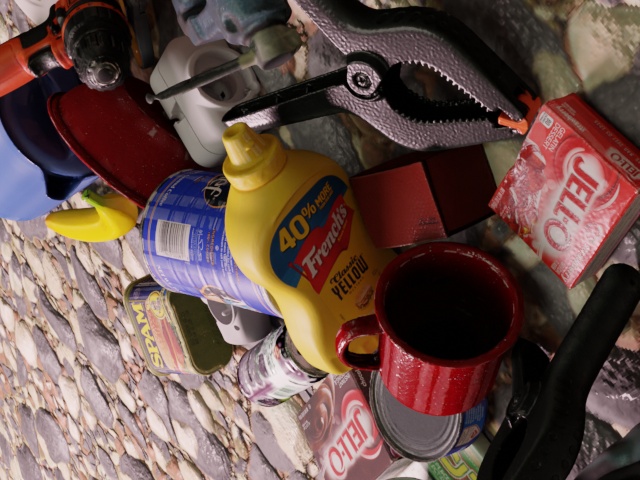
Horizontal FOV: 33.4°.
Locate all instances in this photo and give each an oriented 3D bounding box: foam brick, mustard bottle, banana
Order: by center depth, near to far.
[{"bbox_3d":[0.067,-0.030,0.690,0.078,0.051,0.053,-8,104,55],"label":"foam brick"},{"bbox_3d":[-0.011,-0.003,0.714,0.058,0.096,0.191,18,149,48],"label":"mustard bottle"},{"bbox_3d":[-0.228,-0.025,1.089,0.069,0.037,0.198,30,160,-19],"label":"banana"}]

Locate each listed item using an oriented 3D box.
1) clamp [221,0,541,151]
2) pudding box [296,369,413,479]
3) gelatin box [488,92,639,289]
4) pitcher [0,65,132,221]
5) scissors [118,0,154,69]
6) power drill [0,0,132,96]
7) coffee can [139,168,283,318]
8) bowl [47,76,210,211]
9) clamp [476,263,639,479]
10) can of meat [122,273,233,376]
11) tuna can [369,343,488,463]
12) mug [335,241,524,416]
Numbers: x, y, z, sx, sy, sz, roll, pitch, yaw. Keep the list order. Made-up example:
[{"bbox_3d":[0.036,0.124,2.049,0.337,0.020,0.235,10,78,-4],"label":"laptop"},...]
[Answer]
[{"bbox_3d":[0.027,-0.113,0.633,0.210,0.036,0.164,15,136,20],"label":"clamp"},{"bbox_3d":[0.030,0.152,0.850,0.090,0.039,0.114,65,149,24],"label":"pudding box"},{"bbox_3d":[0.143,-0.028,0.607,0.073,0.030,0.089,49,143,23],"label":"gelatin box"},{"bbox_3d":[-0.273,-0.106,1.054,0.145,0.149,0.243,53,150,-8],"label":"pitcher"},{"bbox_3d":[-0.154,-0.208,0.858,0.202,0.016,0.096,106,144,-69],"label":"scissors"},{"bbox_3d":[-0.234,-0.130,0.846,0.057,0.187,0.184,57,-176,-33],"label":"power drill"},{"bbox_3d":[-0.055,0.001,0.815,0.141,0.102,0.103,10,118,43],"label":"coffee can"},{"bbox_3d":[-0.146,-0.087,0.892,0.055,0.161,0.162,-47,67,15],"label":"bowl"},{"bbox_3d":[0.131,0.089,0.598,0.039,0.171,0.120,26,134,-1],"label":"clamp"},{"bbox_3d":[-0.136,0.081,1.030,0.084,0.057,0.102,-6,106,52],"label":"can of meat"},{"bbox_3d":[0.077,0.113,0.761,0.086,0.033,0.086,7,100,45],"label":"tuna can"},{"bbox_3d":[0.067,0.063,0.689,0.081,0.117,0.093,91,168,-54],"label":"mug"}]
